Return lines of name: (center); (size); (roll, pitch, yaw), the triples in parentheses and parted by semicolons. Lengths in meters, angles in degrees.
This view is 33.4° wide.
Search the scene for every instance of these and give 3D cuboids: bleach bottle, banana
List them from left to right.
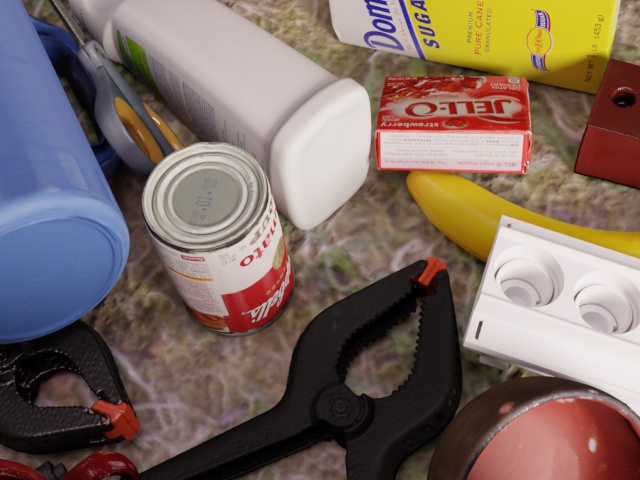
bleach bottle: (-0.079, -0.115, 0.651); (0.068, 0.102, 0.251); (-41, 65, -19)
banana: (0.143, -0.002, 0.599); (0.198, 0.037, 0.069); (6, 56, 11)

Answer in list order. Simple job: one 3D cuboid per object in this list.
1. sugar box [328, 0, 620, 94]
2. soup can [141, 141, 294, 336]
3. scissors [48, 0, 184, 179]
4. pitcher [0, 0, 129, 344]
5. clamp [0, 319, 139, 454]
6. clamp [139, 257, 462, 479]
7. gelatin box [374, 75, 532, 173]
sugar box: (0.092, -0.148, 0.654); (0.176, 0.093, 0.048); (12, 63, 14)
soup can: (-0.054, 0.001, 0.583); (0.068, 0.102, 0.068); (-3, 60, 5)
scissors: (-0.137, -0.103, 0.635); (0.016, 0.096, 0.202); (-39, 90, 11)
pitcher: (-0.192, -0.062, 0.613); (0.149, 0.145, 0.243); (-33, 57, -3)
clamp: (-0.182, 0.077, 0.595); (0.172, 0.039, 0.120); (29, 74, 28)
clamp: (0.019, 0.102, 0.554); (0.165, 0.036, 0.209); (32, 70, 26)
gelatin box: (0.079, -0.070, 0.631); (0.089, 0.030, 0.073); (1, 34, 8)
